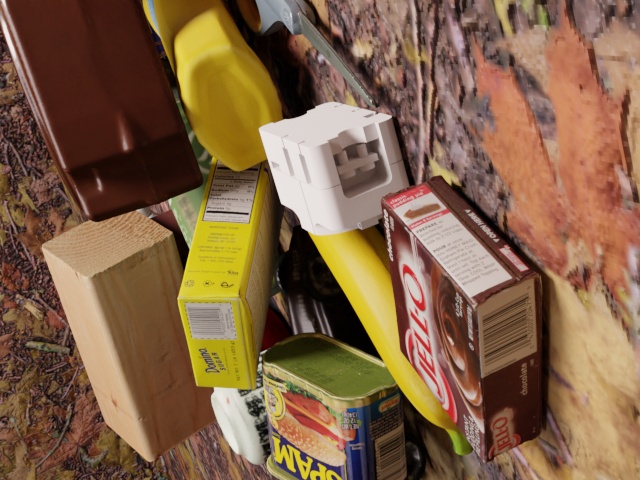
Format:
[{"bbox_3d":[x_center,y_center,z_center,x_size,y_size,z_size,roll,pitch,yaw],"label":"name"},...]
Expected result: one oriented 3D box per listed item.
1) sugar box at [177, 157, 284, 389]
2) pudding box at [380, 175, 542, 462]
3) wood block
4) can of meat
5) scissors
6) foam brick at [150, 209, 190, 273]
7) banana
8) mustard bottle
[{"bbox_3d":[-0.055,0.001,0.713,0.093,0.048,0.176,87,-175,-46],"label":"sugar box"},{"bbox_3d":[0.069,0.038,0.520,0.090,0.039,0.113,52,157,46],"label":"pudding box"},{"bbox_3d":[-0.168,0.084,0.975,0.091,0.090,0.206,27,138,46],"label":"wood block"},{"bbox_3d":[0.009,0.114,0.672,0.102,0.057,0.084,20,122,46],"label":"can of meat"},{"bbox_3d":[-0.017,-0.124,0.629,0.202,0.016,0.096,61,164,27],"label":"scissors"},{"bbox_3d":[-0.118,-0.004,1.004,0.051,0.078,0.053,62,163,15],"label":"foam brick"},{"bbox_3d":[0.034,0.036,0.634,0.198,0.037,0.070,61,162,24],"label":"banana"},{"bbox_3d":[-0.080,-0.136,0.715,0.096,0.058,0.192,64,180,-44],"label":"mustard bottle"}]
